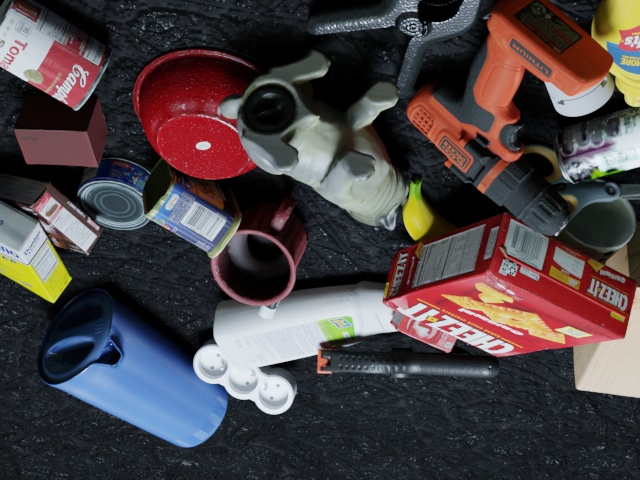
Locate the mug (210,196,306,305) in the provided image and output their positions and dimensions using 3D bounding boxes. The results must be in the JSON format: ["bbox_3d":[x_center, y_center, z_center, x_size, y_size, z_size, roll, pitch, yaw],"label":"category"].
[{"bbox_3d":[-0.058,0.001,1.145,0.093,0.081,0.117,26,122,-1],"label":"mug"}]

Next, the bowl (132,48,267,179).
[{"bbox_3d":[-0.110,-0.110,1.046,0.162,0.055,0.162,5,142,4],"label":"bowl"}]

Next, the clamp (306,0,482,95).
[{"bbox_3d":[0.085,-0.187,0.924,0.172,0.039,0.120,-18,142,40],"label":"clamp"}]

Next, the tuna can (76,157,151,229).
[{"bbox_3d":[-0.221,-0.050,1.162,0.086,0.033,0.086,6,142,4],"label":"tuna can"}]

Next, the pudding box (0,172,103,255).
[{"bbox_3d":[-0.303,-0.030,1.167,0.114,0.039,0.090,9,152,46],"label":"pudding box"}]

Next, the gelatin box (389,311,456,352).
[{"bbox_3d":[0.132,0.073,1.212,0.073,0.030,0.089,24,96,-18],"label":"gelatin box"}]

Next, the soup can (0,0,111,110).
[{"bbox_3d":[-0.253,-0.175,0.982,0.102,0.068,0.069,30,138,-24],"label":"soup can"}]

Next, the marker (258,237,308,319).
[{"bbox_3d":[-0.042,0.039,1.221,0.020,0.020,0.121,18,120,-12],"label":"marker"}]

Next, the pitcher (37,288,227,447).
[{"bbox_3d":[-0.241,0.172,1.389,0.145,0.149,0.242,-31,132,21],"label":"pitcher"}]

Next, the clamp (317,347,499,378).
[{"bbox_3d":[0.103,0.145,1.265,0.209,0.036,0.165,2,174,-10],"label":"clamp"}]

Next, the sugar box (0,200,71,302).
[{"bbox_3d":[-0.342,0.007,1.192,0.093,0.048,0.176,27,163,10],"label":"sugar box"}]

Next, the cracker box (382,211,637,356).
[{"bbox_3d":[0.185,0.054,1.089,0.164,0.072,0.214,26,159,-18],"label":"cracker box"}]

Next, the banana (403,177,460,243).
[{"bbox_3d":[0.160,0.000,1.147,0.197,0.037,0.070,26,142,-21],"label":"banana"}]

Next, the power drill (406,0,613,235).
[{"bbox_3d":[0.172,-0.107,0.922,0.184,0.057,0.188,43,144,10],"label":"power drill"}]

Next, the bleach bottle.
[{"bbox_3d":[0.003,0.098,1.286,0.251,0.068,0.102,-10,142,19],"label":"bleach bottle"}]

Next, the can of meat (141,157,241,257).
[{"bbox_3d":[-0.136,-0.038,1.107,0.083,0.102,0.057,32,104,-23],"label":"can of meat"}]

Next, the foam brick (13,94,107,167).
[{"bbox_3d":[-0.261,-0.111,1.078,0.078,0.051,0.053,4,141,6],"label":"foam brick"}]

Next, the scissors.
[{"bbox_3d":[0.269,-0.064,1.048,0.201,0.096,0.016,-17,167,-16],"label":"scissors"}]
